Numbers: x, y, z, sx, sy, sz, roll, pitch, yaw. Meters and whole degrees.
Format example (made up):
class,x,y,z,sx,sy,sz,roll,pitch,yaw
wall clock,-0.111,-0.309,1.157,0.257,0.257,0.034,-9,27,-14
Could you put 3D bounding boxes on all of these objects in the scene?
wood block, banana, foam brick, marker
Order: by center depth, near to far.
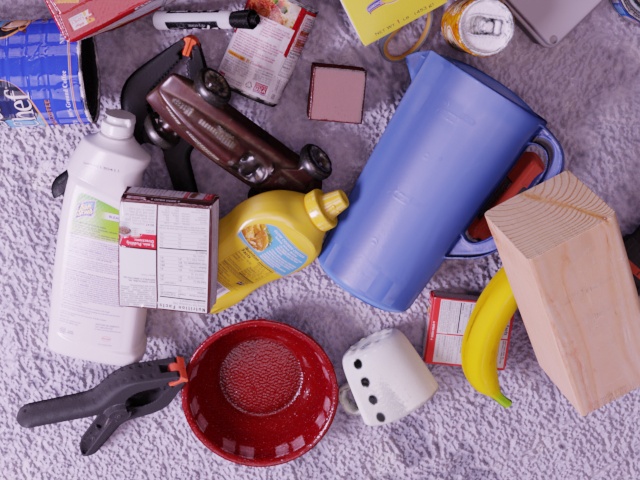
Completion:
class,x,y,z,sx,sy,sz,roll,pitch,yaw
wood block,0.238,0.052,0.998,0.090,0.091,0.206,-27,124,-2
marker,-0.108,-0.209,1.012,0.121,0.020,0.020,7,106,33
foam brick,0.015,-0.144,1.037,0.051,0.078,0.053,5,101,-3
banana,0.183,0.080,1.075,0.069,0.037,0.198,4,118,-18

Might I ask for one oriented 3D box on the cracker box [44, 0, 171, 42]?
class,x,y,z,sx,sy,sz,roll,pitch,yaw
cracker box,-0.147,-0.244,0.936,0.164,0.213,0.072,-26,103,4

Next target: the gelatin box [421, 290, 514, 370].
class,x,y,z,sx,sy,sz,roll,pitch,yaw
gelatin box,0.155,0.095,1.123,0.089,0.030,0.073,6,102,-4

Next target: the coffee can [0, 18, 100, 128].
class,x,y,z,sx,sy,sz,roll,pitch,yaw
coffee can,-0.287,-0.157,1.008,0.140,0.103,0.103,-3,103,-2

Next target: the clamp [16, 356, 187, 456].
class,x,y,z,sx,sy,sz,roll,pitch,yaw
clamp,-0.216,0.162,1.078,0.172,0.120,0.039,-35,58,17

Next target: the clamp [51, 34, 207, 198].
class,x,y,z,sx,sy,sz,roll,pitch,yaw
clamp,-0.172,-0.105,1.059,0.164,0.036,0.210,14,106,-6

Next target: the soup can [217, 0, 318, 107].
class,x,y,z,sx,sy,sz,roll,pitch,yaw
soup can,-0.053,-0.188,1.028,0.068,0.068,0.102,23,102,-7

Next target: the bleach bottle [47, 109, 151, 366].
class,x,y,z,sx,sy,sz,roll,pitch,yaw
bleach bottle,-0.205,-0.004,1.045,0.102,0.068,0.251,11,112,-5

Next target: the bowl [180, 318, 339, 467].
class,x,y,z,sx,sy,sz,roll,pitch,yaw
bowl,-0.063,0.152,1.114,0.162,0.055,0.162,0,103,-2

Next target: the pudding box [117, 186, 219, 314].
class,x,y,z,sx,sy,sz,roll,pitch,yaw
pudding box,-0.142,0.010,0.998,0.090,0.039,0.113,5,112,3

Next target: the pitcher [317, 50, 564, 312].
class,x,y,z,sx,sy,sz,roll,pitch,yaw
pitcher,0.109,-0.048,1.036,0.144,0.149,0.243,23,106,-31

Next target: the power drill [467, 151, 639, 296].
class,x,y,z,sx,sy,sz,roll,pitch,yaw
power drill,0.259,-0.005,1.088,0.187,0.057,0.184,39,100,-10

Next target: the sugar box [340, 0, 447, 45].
class,x,y,z,sx,sy,sz,roll,pitch,yaw
sugar box,0.043,-0.270,0.965,0.093,0.048,0.176,-28,137,6

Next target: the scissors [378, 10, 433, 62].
class,x,y,z,sx,sy,sz,roll,pitch,yaw
scissors,0.098,-0.273,1.041,0.096,0.016,0.202,25,101,-8

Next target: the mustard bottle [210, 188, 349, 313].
class,x,y,z,sx,sy,sz,roll,pitch,yaw
mustard bottle,-0.057,0.001,1.040,0.192,0.058,0.096,-27,132,21
